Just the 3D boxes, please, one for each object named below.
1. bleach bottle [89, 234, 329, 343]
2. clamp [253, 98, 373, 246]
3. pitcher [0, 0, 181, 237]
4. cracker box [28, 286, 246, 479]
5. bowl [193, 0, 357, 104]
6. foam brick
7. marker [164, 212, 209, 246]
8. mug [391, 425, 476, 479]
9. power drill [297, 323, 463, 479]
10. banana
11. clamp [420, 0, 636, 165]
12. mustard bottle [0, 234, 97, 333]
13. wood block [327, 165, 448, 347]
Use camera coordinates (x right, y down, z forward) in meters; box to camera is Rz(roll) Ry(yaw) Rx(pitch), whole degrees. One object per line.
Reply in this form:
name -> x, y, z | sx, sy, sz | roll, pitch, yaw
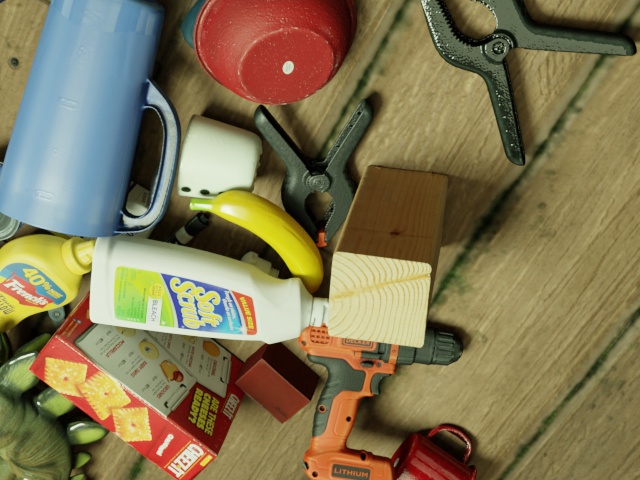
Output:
bleach bottle -> -0.113, 0.054, 1.131 | 0.250, 0.068, 0.103 | 7, 117, -3
clamp -> 0.006, -0.074, 1.112 | 0.120, 0.039, 0.171 | -7, 125, 10
pitcher -> -0.225, -0.129, 1.062 | 0.149, 0.145, 0.243 | 7, 105, -41
cracker box -> -0.195, 0.147, 1.194 | 0.213, 0.164, 0.072 | 39, 118, -9
bowl -> -0.038, -0.183, 1.019 | 0.162, 0.055, 0.162 | -9, 140, -8
foam brick -> -0.050, 0.162, 1.236 | 0.078, 0.051, 0.053 | 43, 117, -10
marker -> -0.169, 0.007, 1.201 | 0.121, 0.020, 0.020 | -38, 103, 25
mug -> 0.128, 0.268, 1.239 | 0.081, 0.093, 0.117 | 35, 87, -2
power drill -> 0.058, 0.176, 1.182 | 0.184, 0.057, 0.187 | 7, 88, 1
banana -> -0.046, -0.002, 1.122 | 0.070, 0.037, 0.197 | -7, 144, 43
clamp -> 0.171, -0.179, 1.030 | 0.210, 0.036, 0.165 | 33, 117, -3
mustard bottle -> -0.322, 0.041, 1.180 | 0.192, 0.058, 0.096 | -23, 130, 20
wood block -> 0.070, 0.009, 1.048 | 0.091, 0.206, 0.090 | 7, 117, 8
